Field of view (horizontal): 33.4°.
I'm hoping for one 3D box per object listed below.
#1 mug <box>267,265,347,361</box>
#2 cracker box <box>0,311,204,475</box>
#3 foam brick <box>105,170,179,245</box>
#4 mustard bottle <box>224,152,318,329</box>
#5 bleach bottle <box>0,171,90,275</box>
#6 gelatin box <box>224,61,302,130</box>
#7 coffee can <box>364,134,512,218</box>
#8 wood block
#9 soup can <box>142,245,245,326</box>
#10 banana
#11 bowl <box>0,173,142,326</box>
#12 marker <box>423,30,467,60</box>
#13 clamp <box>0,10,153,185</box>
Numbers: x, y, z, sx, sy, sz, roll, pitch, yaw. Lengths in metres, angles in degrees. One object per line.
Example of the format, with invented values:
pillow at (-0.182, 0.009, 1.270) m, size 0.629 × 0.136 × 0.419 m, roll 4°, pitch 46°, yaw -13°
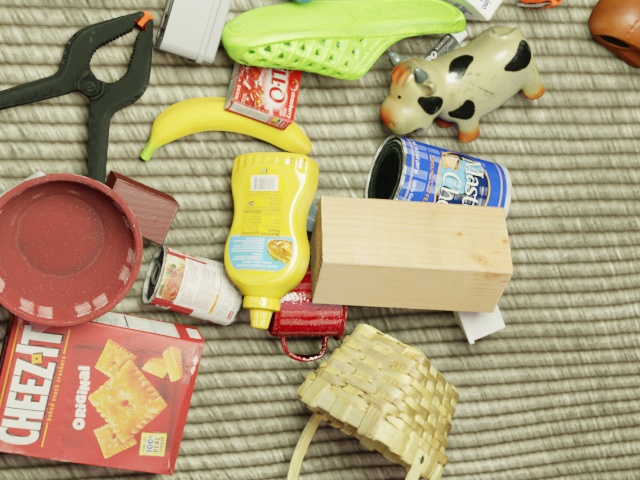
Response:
mug at (-0.019, 0.082, 1.236) m, size 0.081 × 0.093 × 0.117 m, roll 0°, pitch 91°, yaw -13°
cracker box at (-0.252, 0.164, 1.193) m, size 0.213 × 0.072 × 0.164 m, roll 12°, pitch 98°, yaw -19°
foam brick at (-0.202, -0.036, 1.172) m, size 0.078 × 0.053 × 0.051 m, roll 24°, pitch 95°, yaw -20°
mustard bottle at (-0.057, 0.002, 1.172) m, size 0.096 × 0.058 × 0.191 m, roll 2°, pitch 80°, yaw 21°
bleach bottle at (-0.374, 0.034, 1.132) m, size 0.250 × 0.068 × 0.102 m, roll -34°, pitch 111°, yaw -4°
gelatin box at (-0.060, -0.175, 1.175) m, size 0.073 × 0.030 × 0.089 m, roll 18°, pitch 66°, yaw -19°
coffee can at (0.136, -0.057, 1.245) m, size 0.140 × 0.103 × 0.103 m, roll 13°, pitch 98°, yaw -20°
wood block at (0.097, 0.016, 1.179) m, size 0.206 × 0.090 × 0.091 m, roll 3°, pitch 145°, yaw -6°
soup can at (-0.141, 0.052, 1.204) m, size 0.102 × 0.069 × 0.068 m, roll 18°, pitch 97°, yaw -21°
banana at (-0.103, -0.127, 1.193) m, size 0.197 × 0.037 × 0.070 m, roll -2°, pitch 125°, yaw -15°
bowl at (-0.264, 0.004, 1.087) m, size 0.162 × 0.055 × 0.162 m, roll -4°, pitch 109°, yaw -13°
marker at (0.125, -0.205, 1.252) m, size 0.121 × 0.020 × 0.020 m, roll -46°, pitch 111°, yaw -2°
clamp at (-0.241, -0.153, 1.138) m, size 0.210 × 0.036 × 0.164 m, roll -45°, pitch 103°, yaw -6°
